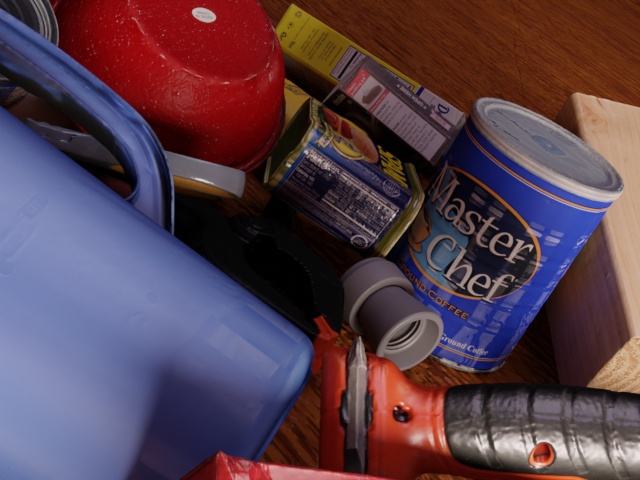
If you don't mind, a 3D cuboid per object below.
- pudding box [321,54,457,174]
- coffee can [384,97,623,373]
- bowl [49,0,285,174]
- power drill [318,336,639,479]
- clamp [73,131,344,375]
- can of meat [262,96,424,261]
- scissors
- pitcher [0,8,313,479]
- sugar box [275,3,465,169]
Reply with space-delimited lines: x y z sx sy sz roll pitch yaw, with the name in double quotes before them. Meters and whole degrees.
"pudding box" 0.047 -0.089 0.814 0.090 0.039 0.114 38 -11 -6
"coffee can" 0.106 -0.003 0.666 0.102 0.140 0.103 23 25 -12
"bowl" -0.080 -0.115 0.630 0.161 0.055 0.162 17 54 -25
"power drill" 0.093 0.085 0.419 0.187 0.184 0.057 -1 64 3
"clamp" -0.054 0.001 0.616 0.164 0.036 0.210 13 26 -30
"can of meat" 0.013 -0.040 0.675 0.084 0.057 0.102 34 15 -11
"scissors" -0.134 -0.049 0.564 0.202 0.016 0.096 14 -5 8
"pitcher" -0.122 0.011 0.411 0.243 0.149 0.145 33 11 2
"sugar box" 0.042 -0.129 0.915 0.176 0.048 0.093 32 -2 11
